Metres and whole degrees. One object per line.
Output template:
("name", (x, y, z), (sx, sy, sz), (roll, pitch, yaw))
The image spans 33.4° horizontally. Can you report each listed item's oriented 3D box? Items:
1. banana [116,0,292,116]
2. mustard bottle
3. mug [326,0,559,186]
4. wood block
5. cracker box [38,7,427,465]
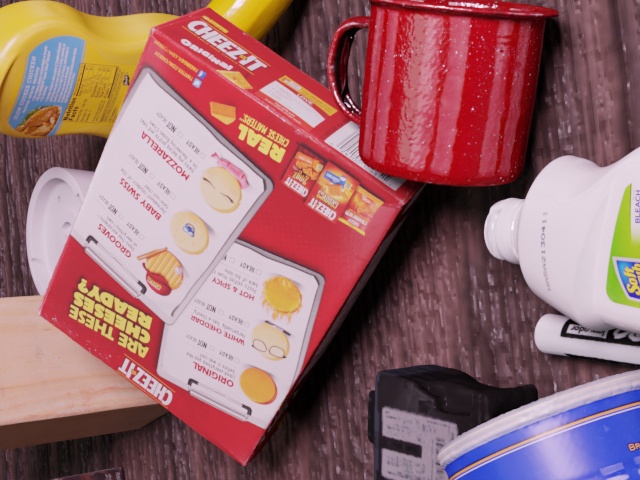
("banana", (-0.069, -0.125, 0.659), (0.198, 0.037, 0.069), (-38, 36, 26))
("mustard bottle", (-0.178, -0.113, 0.719), (0.058, 0.191, 0.096), (55, 130, 34))
("mug", (0.052, -0.076, 0.517), (0.117, 0.093, 0.081), (15, 109, 32))
("wood block", (-0.207, 0.093, 0.754), (0.091, 0.205, 0.090), (-33, 66, 47))
("cracker box", (-0.054, 0.001, 0.621), (0.164, 0.072, 0.214), (35, 123, 9))
